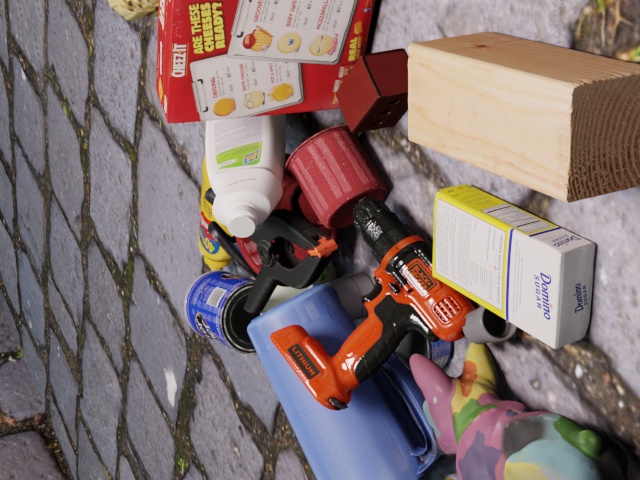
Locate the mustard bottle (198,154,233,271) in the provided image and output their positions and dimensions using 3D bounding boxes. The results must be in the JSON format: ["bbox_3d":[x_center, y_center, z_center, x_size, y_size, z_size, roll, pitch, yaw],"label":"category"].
[{"bbox_3d":[-0.144,-0.028,1.549,0.096,0.058,0.192,54,147,39],"label":"mustard bottle"}]

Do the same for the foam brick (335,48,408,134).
[{"bbox_3d":[0.058,-0.152,1.091,0.051,0.052,0.078,68,154,16],"label":"foam brick"}]

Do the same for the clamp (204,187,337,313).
[{"bbox_3d":[-0.058,0.002,1.225,0.210,0.036,0.164,-13,102,56],"label":"clamp"}]

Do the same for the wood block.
[{"bbox_3d":[0.165,-0.106,0.858,0.206,0.090,0.090,32,130,55],"label":"wood block"}]

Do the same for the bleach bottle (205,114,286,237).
[{"bbox_3d":[-0.090,-0.087,1.210,0.251,0.103,0.068,-90,-23,-53],"label":"bleach bottle"}]

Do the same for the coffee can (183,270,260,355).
[{"bbox_3d":[-0.122,0.101,1.520,0.140,0.102,0.103,10,112,62],"label":"coffee can"}]

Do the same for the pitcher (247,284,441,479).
[{"bbox_3d":[0.026,0.171,1.189,0.243,0.149,0.145,61,175,3],"label":"pitcher"}]

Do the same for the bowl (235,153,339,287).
[{"bbox_3d":[-0.030,-0.027,1.290,0.162,0.055,0.162,7,102,38],"label":"bowl"}]

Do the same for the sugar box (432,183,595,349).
[{"bbox_3d":[0.170,0.019,0.964,0.176,0.048,0.093,31,130,50],"label":"sugar box"}]

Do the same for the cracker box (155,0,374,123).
[{"bbox_3d":[-0.059,-0.214,1.108,0.072,0.213,0.164,-115,26,-42],"label":"cracker box"}]

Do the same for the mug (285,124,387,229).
[{"bbox_3d":[0.012,-0.059,1.175,0.117,0.093,0.081,-41,67,26],"label":"mug"}]

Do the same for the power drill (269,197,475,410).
[{"bbox_3d":[0.042,0.068,1.099,0.184,0.188,0.057,52,-174,28],"label":"power drill"}]

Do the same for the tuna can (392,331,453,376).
[{"bbox_3d":[0.105,0.101,1.145,0.086,0.033,0.086,39,136,51],"label":"tuna can"}]
